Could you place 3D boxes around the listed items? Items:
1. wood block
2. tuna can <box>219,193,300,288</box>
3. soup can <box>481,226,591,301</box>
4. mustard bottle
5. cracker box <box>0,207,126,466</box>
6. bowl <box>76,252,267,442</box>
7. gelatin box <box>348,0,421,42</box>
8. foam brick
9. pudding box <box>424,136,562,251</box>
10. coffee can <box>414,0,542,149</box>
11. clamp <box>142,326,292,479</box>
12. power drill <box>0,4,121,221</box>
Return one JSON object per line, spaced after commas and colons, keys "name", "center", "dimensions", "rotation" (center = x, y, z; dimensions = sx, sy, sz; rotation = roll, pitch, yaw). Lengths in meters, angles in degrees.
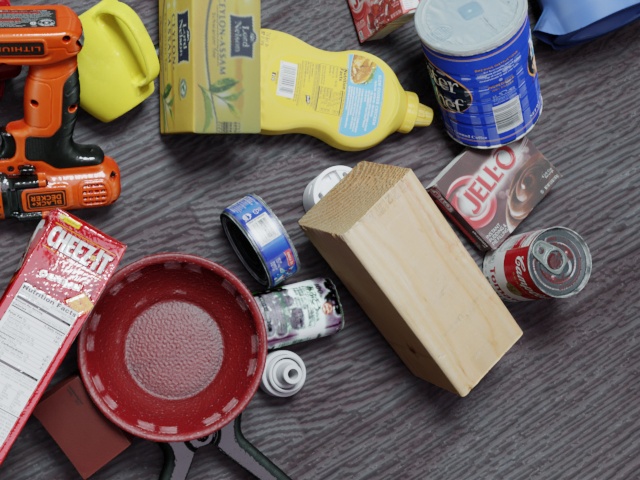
{"name": "wood block", "center": [0.084, 0.035, 0.988], "dimensions": [0.090, 0.091, 0.206], "rotation": [-44, 116, -15]}
{"name": "tuna can", "center": [-0.056, 0.001, 0.981], "dimensions": [0.033, 0.086, 0.086], "rotation": [-33, 94, -16]}
{"name": "soup can", "center": [0.210, 0.025, 1.051], "dimensions": [0.068, 0.102, 0.068], "rotation": [2, 84, -17]}
{"name": "mustard bottle", "center": [0.018, -0.138, 1.032], "dimensions": [0.191, 0.058, 0.096], "rotation": [10, 82, -16]}
{"name": "cracker box", "center": [-0.250, 0.085, 0.871], "dimensions": [0.072, 0.164, 0.213], "rotation": [31, 76, -14]}
{"name": "bowl", "center": [-0.128, 0.094, 0.932], "dimensions": [0.162, 0.055, 0.162], "rotation": [1, 81, -6]}
{"name": "gelatin box", "center": [0.059, -0.242, 1.039], "dimensions": [0.030, 0.089, 0.073], "rotation": [-16, 89, -28]}
{"name": "foam brick", "center": [-0.204, 0.156, 0.930], "dimensions": [0.053, 0.051, 0.078], "rotation": [-36, 96, 0]}
{"name": "pudding box", "center": [0.175, -0.058, 1.082], "dimensions": [0.090, 0.039, 0.113], "rotation": [46, 74, -7]}
{"name": "coffee can", "center": [0.153, -0.170, 1.018], "dimensions": [0.103, 0.140, 0.103], "rotation": [-9, 54, 13]}
{"name": "clamp", "center": [-0.117, 0.184, 0.968], "dimensions": [0.164, 0.036, 0.210], "rotation": [-22, 88, -16]}
{"name": "power drill", "center": [-0.264, -0.100, 0.895], "dimensions": [0.184, 0.057, 0.188], "rotation": [-7, 129, -15]}
